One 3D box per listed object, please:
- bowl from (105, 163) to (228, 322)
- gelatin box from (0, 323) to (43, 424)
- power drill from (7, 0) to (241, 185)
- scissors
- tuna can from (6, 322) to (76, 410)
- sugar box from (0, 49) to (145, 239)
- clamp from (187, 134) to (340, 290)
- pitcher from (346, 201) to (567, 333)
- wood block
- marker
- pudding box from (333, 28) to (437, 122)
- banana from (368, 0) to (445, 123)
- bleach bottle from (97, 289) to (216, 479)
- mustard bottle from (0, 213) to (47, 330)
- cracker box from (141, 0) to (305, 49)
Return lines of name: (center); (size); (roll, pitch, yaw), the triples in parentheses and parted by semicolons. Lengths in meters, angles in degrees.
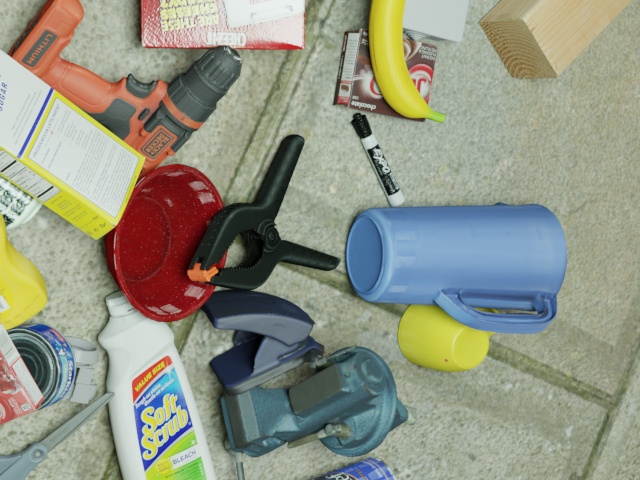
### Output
bowl: (-0.167, 0.001, 1.095); (0.161, 0.055, 0.162); (-10, 103, -51)
gelatin box: (-0.317, 0.133, 1.013); (0.073, 0.030, 0.089); (-22, 104, 13)
power drill: (-0.193, -0.159, 1.030); (0.187, 0.057, 0.185); (36, 114, -24)
scissors: (-0.306, 0.209, 1.074); (0.096, 0.016, 0.202); (38, 90, -22)
tuna can: (-0.287, 0.125, 1.051); (0.086, 0.033, 0.086); (1, 94, 14)
sugar box: (-0.253, -0.087, 0.986); (0.176, 0.048, 0.093); (37, 46, -26)
clamp: (-0.058, 0.001, 1.157); (0.209, 0.036, 0.164); (-42, 119, -39)
pitcher: (0.161, 0.027, 1.252); (0.242, 0.149, 0.145); (1, 97, -26)
wood block: (0.306, -0.298, 1.307); (0.206, 0.090, 0.090); (-45, 115, -15)
marker: (0.067, -0.095, 1.247); (0.020, 0.020, 0.121); (-35, 113, -20)
pudding box: (0.076, -0.188, 1.225); (0.113, 0.039, 0.090); (6, 95, -29)
banana: (0.085, -0.219, 1.179); (0.069, 0.037, 0.198); (-18, 106, -21)
bleach bottle: (-0.185, 0.176, 1.129); (0.102, 0.068, 0.251); (-21, 106, -25)
mustard bottle: (-0.331, 0.006, 0.977); (0.096, 0.058, 0.191); (-20, 135, 0)
cracker box: (-0.098, -0.299, 1.068); (0.164, 0.072, 0.214); (0, 100, -6)
